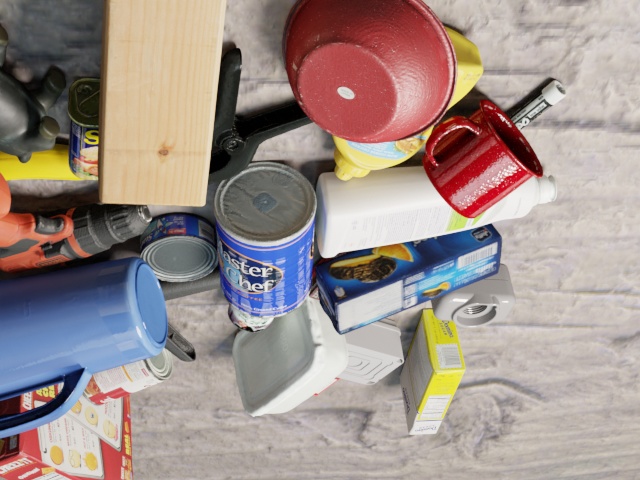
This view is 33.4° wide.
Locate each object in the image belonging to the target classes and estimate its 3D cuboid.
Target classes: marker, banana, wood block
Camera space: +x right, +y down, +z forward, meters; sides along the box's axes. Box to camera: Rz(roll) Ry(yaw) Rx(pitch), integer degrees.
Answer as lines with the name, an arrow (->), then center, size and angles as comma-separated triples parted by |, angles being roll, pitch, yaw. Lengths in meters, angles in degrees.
marker -> 0.193, -0.116, 1.063 | 0.020, 0.020, 0.121 | 21, 136, -34
banana -> -0.302, -0.070, 1.031 | 0.198, 0.037, 0.069 | -8, 164, 3
wood block -> -0.132, -0.138, 0.864 | 0.090, 0.090, 0.206 | 2, 124, -13

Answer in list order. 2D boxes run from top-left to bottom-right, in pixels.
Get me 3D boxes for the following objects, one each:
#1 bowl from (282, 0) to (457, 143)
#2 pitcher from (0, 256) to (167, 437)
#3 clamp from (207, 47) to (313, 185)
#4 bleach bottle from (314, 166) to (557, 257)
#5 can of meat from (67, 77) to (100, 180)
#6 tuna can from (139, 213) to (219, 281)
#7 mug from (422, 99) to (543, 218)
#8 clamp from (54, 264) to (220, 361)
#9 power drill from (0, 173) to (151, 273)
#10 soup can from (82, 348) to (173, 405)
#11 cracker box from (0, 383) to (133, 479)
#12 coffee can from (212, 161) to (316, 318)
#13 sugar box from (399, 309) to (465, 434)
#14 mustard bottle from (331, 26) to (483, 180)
bowl -> 0.032, -0.140, 0.910 | 0.162, 0.055, 0.162 | 14, 131, 16
pitcher -> -0.290, 0.104, 1.128 | 0.243, 0.145, 0.149 | -13, 107, 9
clamp -> -0.089, -0.110, 1.008 | 0.172, 0.039, 0.120 | -35, 130, 23
bleach bottle -> 0.122, -0.039, 1.123 | 0.250, 0.068, 0.103 | -6, 153, -8
can of meat -> -0.184, -0.100, 0.990 | 0.102, 0.057, 0.084 | 2, 145, -14
tuna can -> -0.154, 0.008, 1.162 | 0.086, 0.034, 0.086 | -5, 144, -4
mug -> 0.145, -0.078, 1.017 | 0.082, 0.093, 0.117 | -38, 139, 24
clamp -> -0.206, 0.064, 1.227 | 0.209, 0.036, 0.165 | 19, 128, -25
power drill -> -0.283, -0.019, 1.040 | 0.185, 0.057, 0.187 | -17, 160, 20
soup can -> -0.243, 0.157, 1.324 | 0.102, 0.068, 0.068 | -22, 142, 19
cracker box -> -0.326, 0.237, 1.339 | 0.072, 0.164, 0.213 | -25, 141, 19
coffee can -> -0.057, 0.001, 1.111 | 0.102, 0.103, 0.140 | -4, 144, -5
sugar box -> 0.144, 0.174, 1.395 | 0.048, 0.093, 0.176 | -2, 145, -7
mustard bottle -> 0.063, -0.120, 1.001 | 0.096, 0.058, 0.192 | 13, 140, -23
